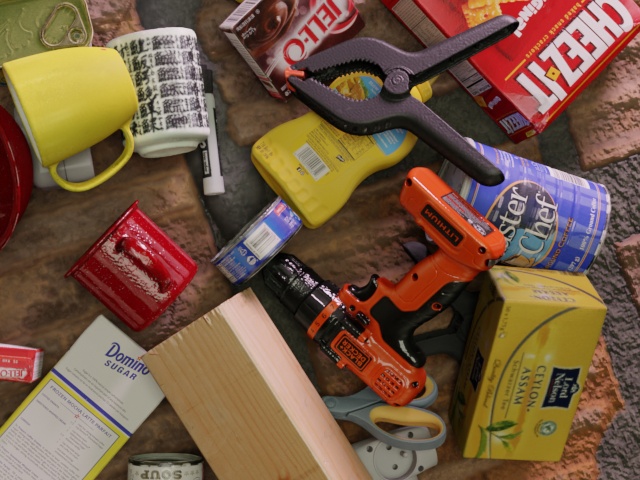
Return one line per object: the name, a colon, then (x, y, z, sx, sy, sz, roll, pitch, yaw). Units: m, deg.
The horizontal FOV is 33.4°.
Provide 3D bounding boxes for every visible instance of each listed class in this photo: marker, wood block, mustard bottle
marker: (-0.104, -0.103, 0.986, 0.020, 0.020, 0.121, -5, 87, -10)
wood block: (-0.052, 0.156, 0.921, 0.091, 0.090, 0.206, -32, 89, 15)
mustard bottle: (0.035, -0.104, 0.990, 0.191, 0.058, 0.096, -40, 86, -10)

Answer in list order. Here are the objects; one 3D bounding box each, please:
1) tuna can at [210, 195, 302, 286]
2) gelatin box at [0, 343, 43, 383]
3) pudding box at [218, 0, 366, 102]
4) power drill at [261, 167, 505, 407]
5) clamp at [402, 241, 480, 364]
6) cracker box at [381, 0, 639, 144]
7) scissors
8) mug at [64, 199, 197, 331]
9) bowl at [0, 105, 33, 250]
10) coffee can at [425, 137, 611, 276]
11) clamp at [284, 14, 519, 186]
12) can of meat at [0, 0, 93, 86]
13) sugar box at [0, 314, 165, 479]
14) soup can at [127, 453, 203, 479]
tuna can: (-0.056, 0.001, 0.954, 0.086, 0.086, 0.033, -45, 96, -10)
gelatin box: (-0.276, 0.103, 0.906, 0.073, 0.089, 0.030, 7, 85, -10)
pudding box: (-0.025, -0.198, 0.980, 0.113, 0.039, 0.090, -44, 121, -8)
power drill: (0.056, 0.029, 0.939, 0.184, 0.057, 0.188, 42, 116, 9)
clamp: (0.128, 0.087, 1.006, 0.171, 0.039, 0.120, 27, 99, -9)
cracker box: (0.181, -0.227, 1.017, 0.164, 0.072, 0.213, -45, 95, -9)
scissors: (0.022, 0.142, 0.988, 0.202, 0.016, 0.096, 15, 42, 14)
mug: (-0.158, 0.023, 0.922, 0.081, 0.117, 0.093, 44, 68, -10)
bowl: (-0.297, -0.065, 0.907, 0.055, 0.162, 0.162, -30, 93, -55)
coffee can: (0.181, -0.025, 0.989, 0.140, 0.103, 0.103, 18, 83, -9)
clamp: (0.075, -0.142, 0.949, 0.210, 0.036, 0.164, 13, 71, 9)
can of meat: (-0.250, -0.175, 0.932, 0.102, 0.084, 0.057, -14, 89, -11)
sugar box: (-0.217, 0.160, 0.937, 0.093, 0.048, 0.176, 42, 77, -5)
soup can: (-0.136, 0.241, 0.934, 0.068, 0.068, 0.102, 2, 85, -10)
